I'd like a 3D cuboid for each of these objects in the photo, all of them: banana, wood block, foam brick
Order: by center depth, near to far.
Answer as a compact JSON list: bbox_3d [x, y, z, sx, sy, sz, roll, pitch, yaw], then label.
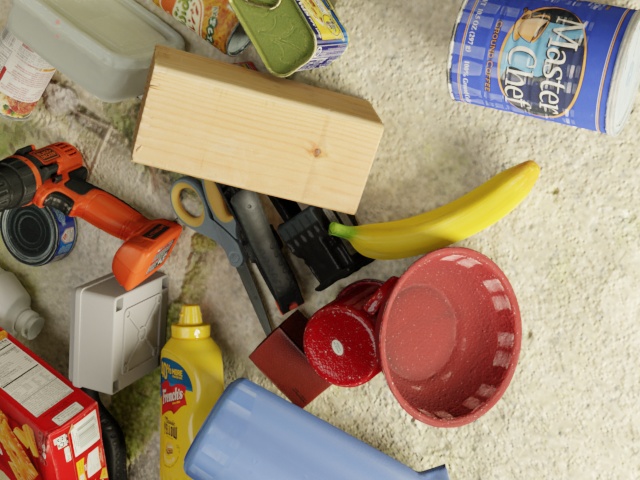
[{"bbox_3d":[-0.059,-0.100,0.963,0.206,0.090,0.091,14,110,-13],"label":"wood block"},{"bbox_3d":[0.110,-0.020,0.970,0.198,0.069,0.037,-19,64,16],"label":"banana"},{"bbox_3d":[-0.022,0.119,1.066,0.078,0.051,0.053,47,117,-1],"label":"foam brick"}]

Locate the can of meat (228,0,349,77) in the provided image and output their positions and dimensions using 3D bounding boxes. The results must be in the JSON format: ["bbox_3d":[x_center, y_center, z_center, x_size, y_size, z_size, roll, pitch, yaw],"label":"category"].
[{"bbox_3d":[-0.027,-0.205,0.983,0.058,0.083,0.102,-32,87,28],"label":"can of meat"}]

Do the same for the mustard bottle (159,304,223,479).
[{"bbox_3d":[-0.136,0.163,1.122,0.096,0.058,0.191,5,96,59],"label":"mustard bottle"}]

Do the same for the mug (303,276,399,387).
[{"bbox_3d":[0.041,0.082,1.016,0.093,0.081,0.117,42,116,12],"label":"mug"}]

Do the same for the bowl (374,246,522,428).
[{"bbox_3d":[0.105,0.085,0.967,0.055,0.161,0.162,3,105,58],"label":"bowl"}]

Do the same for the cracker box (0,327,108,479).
[{"bbox_3d":[-0.330,0.198,1.178,0.214,0.072,0.164,29,136,30],"label":"cracker box"}]

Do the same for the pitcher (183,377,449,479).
[{"bbox_3d":[-0.010,0.245,1.018,0.243,0.149,0.145,31,134,4],"label":"pitcher"}]

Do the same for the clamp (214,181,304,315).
[{"bbox_3d":[-0.057,0.001,1.029,0.039,0.120,0.171,-28,108,0],"label":"clamp"}]

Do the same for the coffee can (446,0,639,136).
[{"bbox_3d":[0.188,-0.150,0.880,0.140,0.102,0.103,16,108,22],"label":"coffee can"}]

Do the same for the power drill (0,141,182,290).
[{"bbox_3d":[-0.247,-0.028,1.087,0.187,0.184,0.057,34,115,5],"label":"power drill"}]

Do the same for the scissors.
[{"bbox_3d":[-0.104,0.011,1.109,0.096,0.016,0.202,-4,100,28],"label":"scissors"}]

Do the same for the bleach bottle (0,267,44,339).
[{"bbox_3d":[-0.434,0.051,1.254,0.251,0.068,0.103,28,113,16],"label":"bleach bottle"}]

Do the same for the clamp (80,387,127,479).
[{"bbox_3d":[-0.284,0.199,1.227,0.165,0.036,0.210,-14,99,38],"label":"clamp"}]

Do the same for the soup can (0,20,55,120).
[{"bbox_3d":[-0.318,-0.188,1.139,0.068,0.068,0.102,43,116,11],"label":"soup can"}]

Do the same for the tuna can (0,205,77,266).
[{"bbox_3d":[-0.317,-0.014,1.197,0.086,0.033,0.086,6,104,25],"label":"tuna can"}]
